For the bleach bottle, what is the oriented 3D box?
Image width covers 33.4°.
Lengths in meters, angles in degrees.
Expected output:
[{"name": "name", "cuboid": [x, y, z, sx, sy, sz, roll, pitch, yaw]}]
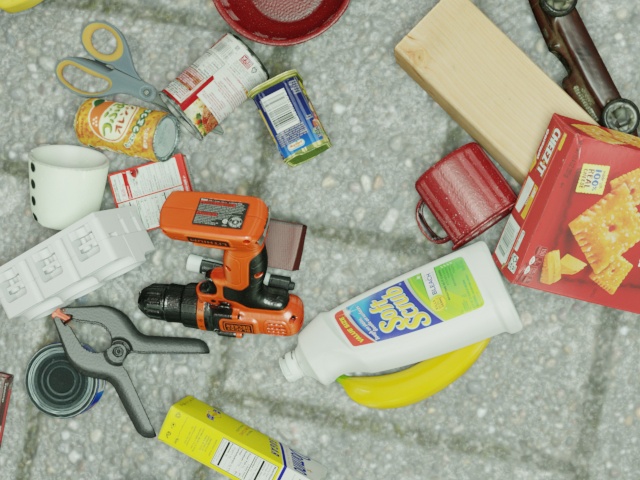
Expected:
[{"name": "bleach bottle", "cuboid": [0.076, 0.094, 1.120, 0.251, 0.068, 0.102, -25, 55, 9]}]

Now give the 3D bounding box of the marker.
[{"name": "marker", "cuboid": [-0.087, 0.037, 1.172, 0.121, 0.020, 0.020, 13, 91, 5]}]

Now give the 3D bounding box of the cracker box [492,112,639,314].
[{"name": "cracker box", "cuboid": [0.301, -0.017, 1.050, 0.213, 0.072, 0.164, 14, 113, -15]}]

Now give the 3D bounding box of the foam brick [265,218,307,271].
[{"name": "foam brick", "cuboid": [-0.058, 0.001, 1.153, 0.078, 0.053, 0.051, 10, 90, 7]}]

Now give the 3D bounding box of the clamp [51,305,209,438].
[{"name": "clamp", "cuboid": [-0.209, 0.117, 1.158, 0.171, 0.039, 0.120, 42, 68, -4]}]

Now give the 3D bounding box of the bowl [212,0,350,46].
[{"name": "bowl", "cuboid": [-0.038, -0.285, 1.152, 0.162, 0.055, 0.162, 0, 89, 6]}]

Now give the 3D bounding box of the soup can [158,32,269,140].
[{"name": "soup can", "cuboid": [-0.114, -0.166, 1.145, 0.102, 0.068, 0.068, -43, 86, -7]}]

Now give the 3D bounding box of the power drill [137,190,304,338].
[{"name": "power drill", "cuboid": [-0.113, 0.029, 1.103, 0.184, 0.187, 0.057, 4, 52, 8]}]

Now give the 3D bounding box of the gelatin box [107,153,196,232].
[{"name": "gelatin box", "cuboid": [-0.183, -0.049, 1.177, 0.089, 0.030, 0.073, -16, 89, 6]}]

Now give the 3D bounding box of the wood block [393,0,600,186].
[{"name": "wood block", "cuboid": [0.181, -0.152, 1.112, 0.206, 0.090, 0.091, 45, 93, 5]}]

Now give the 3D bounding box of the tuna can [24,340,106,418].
[{"name": "tuna can", "cuboid": [-0.283, 0.154, 1.183, 0.086, 0.033, 0.086, 0, 89, 6]}]

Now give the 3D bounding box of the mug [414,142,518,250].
[{"name": "mug", "cuboid": [0.146, -0.043, 1.123, 0.117, 0.093, 0.081, -42, 79, 40]}]

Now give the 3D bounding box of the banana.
[{"name": "banana", "cuboid": [0.108, 0.134, 1.143, 0.198, 0.037, 0.069, -22, 88, 5]}]

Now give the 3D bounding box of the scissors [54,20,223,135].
[{"name": "scissors", "cuboid": [-0.195, -0.184, 1.187, 0.202, 0.016, 0.096, 13, 90, 5]}]

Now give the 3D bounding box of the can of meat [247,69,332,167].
[{"name": "can of meat", "cuboid": [-0.030, -0.127, 1.128, 0.057, 0.102, 0.084, -26, 89, 4]}]

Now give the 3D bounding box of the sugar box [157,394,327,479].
[{"name": "sugar box", "cuboid": [-0.080, 0.226, 1.133, 0.176, 0.093, 0.048, 24, 92, 5]}]
